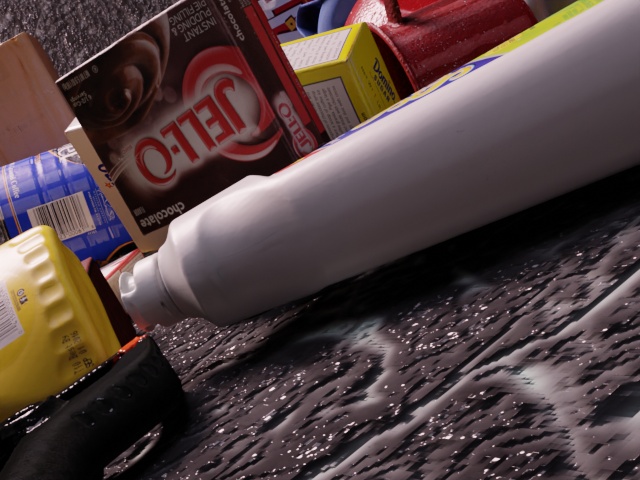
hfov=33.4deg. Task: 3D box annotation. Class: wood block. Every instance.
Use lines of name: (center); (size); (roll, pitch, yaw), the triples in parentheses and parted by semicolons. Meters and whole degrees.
wood block: (-0.226, -0.058, 0.889); (0.090, 0.206, 0.091); (-29, 10, -4)

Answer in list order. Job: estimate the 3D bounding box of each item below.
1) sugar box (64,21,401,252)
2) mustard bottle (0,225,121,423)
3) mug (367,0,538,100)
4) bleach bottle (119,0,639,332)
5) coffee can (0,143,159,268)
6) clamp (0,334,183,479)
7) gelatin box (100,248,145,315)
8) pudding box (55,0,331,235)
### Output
sugar box: (-0.041, -0.052, 0.582); (0.176, 0.093, 0.048); (-8, 37, 28)
mustard bottle: (-0.188, 0.077, 0.489); (0.191, 0.096, 0.058); (-30, -34, -3)
mug: (0.073, -0.105, 0.597); (0.081, 0.117, 0.093); (-25, 22, -9)
bleach bottle: (0.032, -0.024, 0.420); (0.251, 0.068, 0.102); (-25, 6, 12)
coffee can: (-0.155, -0.026, 0.776); (0.140, 0.103, 0.103); (-20, 9, -7)
clamp: (-0.092, 0.074, 0.369); (0.120, 0.039, 0.171); (-20, 14, 35)
gelatin box: (-0.153, 0.044, 0.701); (0.073, 0.030, 0.089); (-27, 10, 14)
pudding box: (-0.062, -0.062, 0.515); (0.114, 0.090, 0.039); (-21, 11, 39)
